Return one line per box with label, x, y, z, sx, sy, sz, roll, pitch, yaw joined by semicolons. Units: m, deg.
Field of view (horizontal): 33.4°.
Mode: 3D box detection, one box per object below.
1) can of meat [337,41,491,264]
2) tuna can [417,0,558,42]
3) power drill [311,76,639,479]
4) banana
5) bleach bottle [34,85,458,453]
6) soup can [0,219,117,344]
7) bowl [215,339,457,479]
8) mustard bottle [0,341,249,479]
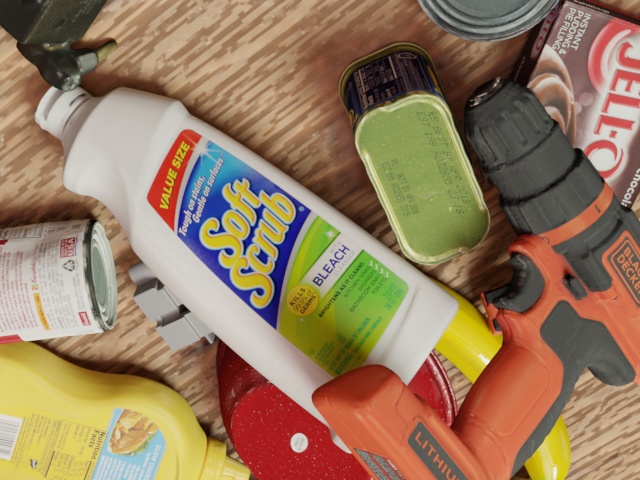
can of meat;0.053;-0.048;0.588;0.057;0.084;0.102;-23;115;8
tuna can;0.088;-0.151;0.566;0.086;0.034;0.086;-1;116;-2
power drill;0.086;0.039;0.521;0.187;0.057;0.184;-43;106;-20
banana;0.101;0.082;0.662;0.037;0.069;0.198;-34;99;29
bleach bottle;-0.054;0.001;0.580;0.251;0.068;0.102;35;71;6
soup can;-0.176;0.026;0.625;0.102;0.068;0.068;-7;116;0
bowl;-0.001;0.108;0.646;0.162;0.055;0.162;11;121;19
mustard bottle;-0.137;0.127;0.680;0.191;0.058;0.096;19;113;-11
